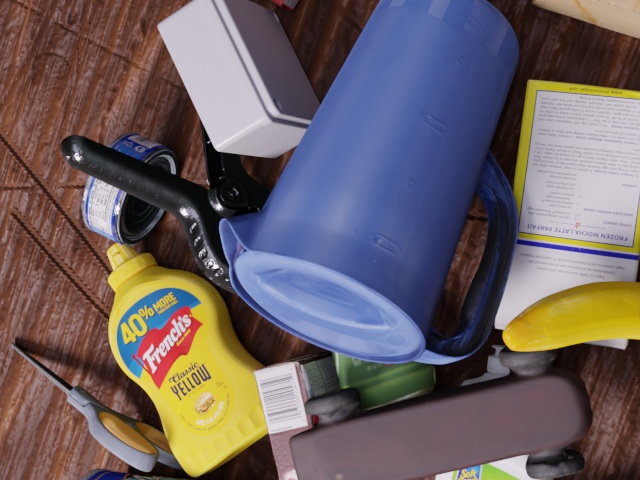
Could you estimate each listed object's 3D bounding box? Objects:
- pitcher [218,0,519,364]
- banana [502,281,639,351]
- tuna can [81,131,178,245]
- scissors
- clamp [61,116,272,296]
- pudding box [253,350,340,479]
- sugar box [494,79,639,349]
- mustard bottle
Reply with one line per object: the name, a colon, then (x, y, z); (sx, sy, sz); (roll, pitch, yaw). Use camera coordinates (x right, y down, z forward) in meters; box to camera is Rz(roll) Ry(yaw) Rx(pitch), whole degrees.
pitcher: (0.055, -0.045, 0.710); (0.145, 0.149, 0.242); (10, 63, 31)
banana: (0.212, 0.061, 0.696); (0.197, 0.037, 0.069); (18, 76, -16)
tuna can: (-0.148, -0.040, 0.840); (0.034, 0.086, 0.086); (25, 98, 16)
scissors: (-0.179, 0.138, 0.879); (0.202, 0.096, 0.016); (29, 91, 48)
clamp: (-0.074, -0.037, 0.813); (0.210, 0.164, 0.036); (47, 139, -7)
pudding box: (-0.006, 0.142, 0.788); (0.039, 0.090, 0.113); (-13, 85, 17)
sugar box: (0.180, -0.019, 0.747); (0.093, 0.048, 0.176); (9, 96, 17)
mustard bottle: (-0.111, 0.082, 0.841); (0.096, 0.058, 0.192); (-37, 78, 11)
